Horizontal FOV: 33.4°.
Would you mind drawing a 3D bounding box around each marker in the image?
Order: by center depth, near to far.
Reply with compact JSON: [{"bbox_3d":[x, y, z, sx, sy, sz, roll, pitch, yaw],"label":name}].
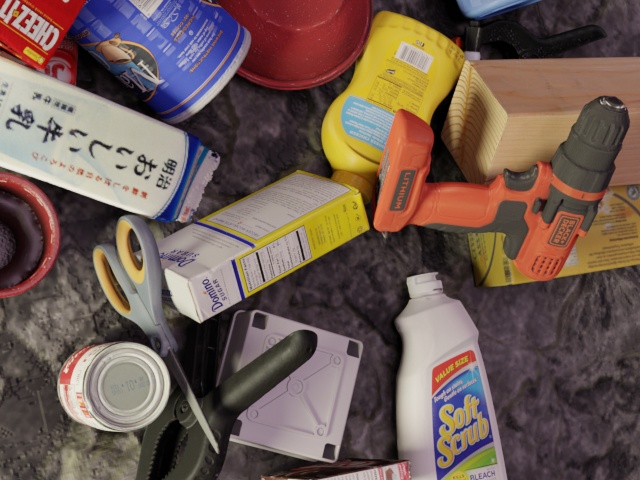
[{"bbox_3d":[0.140,-0.147,1.013,0.020,0.020,0.121,0,103,-24],"label":"marker"}]

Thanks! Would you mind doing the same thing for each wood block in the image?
[{"bbox_3d":[0.229,-0.108,0.983,0.205,0.091,0.090,-5,45,-21],"label":"wood block"}]

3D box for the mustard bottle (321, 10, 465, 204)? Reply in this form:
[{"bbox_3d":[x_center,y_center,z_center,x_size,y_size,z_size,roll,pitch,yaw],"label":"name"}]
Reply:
[{"bbox_3d":[0.055,-0.107,0.970,0.096,0.058,0.191,27,73,-8],"label":"mustard bottle"}]

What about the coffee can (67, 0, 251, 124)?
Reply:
[{"bbox_3d":[-0.140,-0.176,0.855,0.140,0.103,0.102,42,69,-27],"label":"coffee can"}]

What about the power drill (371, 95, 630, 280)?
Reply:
[{"bbox_3d":[0.146,-0.054,0.891,0.187,0.185,0.057,11,37,-6],"label":"power drill"}]

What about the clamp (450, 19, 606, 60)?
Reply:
[{"bbox_3d":[0.203,-0.161,1.054,0.171,0.039,0.120,3,85,-16],"label":"clamp"}]

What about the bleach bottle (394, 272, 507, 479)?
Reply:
[{"bbox_3d":[0.107,0.155,0.960,0.102,0.068,0.251,-7,84,-25],"label":"bleach bottle"}]

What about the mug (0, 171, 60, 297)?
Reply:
[{"bbox_3d":[-0.261,0.005,0.806,0.117,0.082,0.093,-29,95,-24],"label":"mug"}]

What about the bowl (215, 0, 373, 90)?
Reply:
[{"bbox_3d":[-0.027,-0.216,0.932,0.162,0.055,0.162,2,79,-10],"label":"bowl"}]

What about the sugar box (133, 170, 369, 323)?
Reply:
[{"bbox_3d":[-0.056,0.001,0.881,0.176,0.093,0.048,-31,119,-27],"label":"sugar box"}]

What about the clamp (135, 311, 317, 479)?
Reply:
[{"bbox_3d":[-0.087,0.134,0.840,0.036,0.165,0.210,28,82,-37],"label":"clamp"}]

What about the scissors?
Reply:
[{"bbox_3d":[-0.120,0.060,0.818,0.016,0.096,0.202,-14,48,-38],"label":"scissors"}]

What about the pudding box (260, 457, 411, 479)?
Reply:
[{"bbox_3d":[0.013,0.205,0.883,0.089,0.114,0.039,-7,85,-25],"label":"pudding box"}]

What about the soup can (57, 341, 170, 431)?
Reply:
[{"bbox_3d":[-0.161,0.112,0.825,0.068,0.102,0.068,3,82,-23],"label":"soup can"}]
